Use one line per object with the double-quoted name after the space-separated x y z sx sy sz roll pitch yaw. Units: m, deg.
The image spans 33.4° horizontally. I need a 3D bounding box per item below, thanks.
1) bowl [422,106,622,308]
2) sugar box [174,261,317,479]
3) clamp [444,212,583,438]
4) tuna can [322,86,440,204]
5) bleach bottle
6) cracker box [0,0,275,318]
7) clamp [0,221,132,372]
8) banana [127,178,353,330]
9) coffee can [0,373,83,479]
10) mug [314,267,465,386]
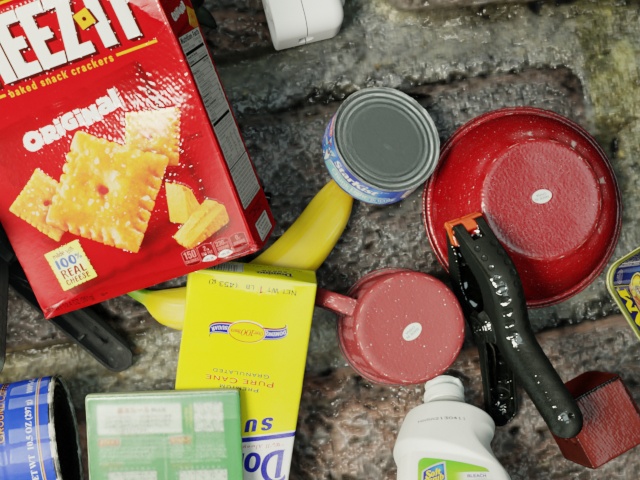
0.162 -0.028 0.820 0.162 0.055 0.162 0 85 -4 "bowl"
-0.060 0.105 0.777 0.093 0.048 0.176 7 100 -3 "sugar box"
0.134 0.065 0.766 0.039 0.120 0.171 -23 100 -22 "clamp"
0.045 -0.071 0.813 0.086 0.034 0.086 6 69 -16 "tuna can"
0.104 0.203 0.736 0.102 0.068 0.251 -1 47 0 "bleach bottle"
-0.145 -0.072 0.710 0.164 0.072 0.213 -17 107 13 "cracker box"
-0.232 0.017 0.754 0.036 0.164 0.210 -40 80 15 "clamp"
-0.051 0.019 0.811 0.197 0.037 0.069 -26 89 -5 "banana"
-0.248 0.156 0.755 0.140 0.103 0.103 -9 86 -5 "coffee can"
0.050 0.060 0.792 0.117 0.081 0.093 23 85 -2 "mug"
